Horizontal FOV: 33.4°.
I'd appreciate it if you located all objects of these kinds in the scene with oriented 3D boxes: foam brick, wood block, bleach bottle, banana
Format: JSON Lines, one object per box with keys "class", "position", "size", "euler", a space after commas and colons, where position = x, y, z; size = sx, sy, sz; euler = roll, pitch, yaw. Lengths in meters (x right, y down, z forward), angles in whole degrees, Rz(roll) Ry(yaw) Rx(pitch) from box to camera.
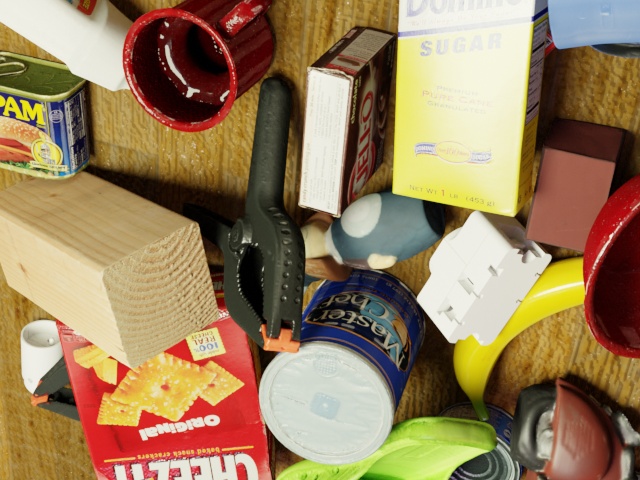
{"class": "foam brick", "position": [0.179, -0.039, 0.754], "size": [0.051, 0.053, 0.078], "euler": [15, 124, 16]}
{"class": "wood block", "position": [-0.185, 0.014, 0.876], "size": [0.206, 0.090, 0.091], "euler": [23, 133, 45]}
{"class": "bleach bottle", "position": [-0.222, -0.195, 0.824], "size": [0.250, 0.102, 0.068], "euler": [36, 113, -9]}
{"class": "banana", "position": [0.161, 0.063, 0.837], "size": [0.069, 0.037, 0.198], "euler": [34, 127, -5]}

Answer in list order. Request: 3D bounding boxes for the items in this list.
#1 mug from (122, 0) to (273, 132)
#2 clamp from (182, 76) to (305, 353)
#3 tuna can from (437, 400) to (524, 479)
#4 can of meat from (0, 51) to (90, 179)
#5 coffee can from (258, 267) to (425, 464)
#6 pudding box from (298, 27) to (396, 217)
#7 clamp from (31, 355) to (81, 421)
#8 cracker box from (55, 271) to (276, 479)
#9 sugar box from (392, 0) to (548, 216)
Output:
{"class": "mug", "position": [-0.079, -0.144, 0.786], "size": [0.093, 0.081, 0.117], "euler": [47, 126, -5]}
{"class": "clamp", "position": [-0.055, 0.001, 0.821], "size": [0.036, 0.210, 0.165], "euler": [10, 143, -31]}
{"class": "tuna can", "position": [0.135, 0.183, 0.924], "size": [0.086, 0.033, 0.086], "euler": [12, 124, 18]}
{"class": "can of meat", "position": [-0.247, -0.105, 0.905], "size": [0.102, 0.057, 0.084], "euler": [14, 127, 16]}
{"class": "coffee can", "position": [0.021, 0.096, 0.845], "size": [0.103, 0.140, 0.103], "euler": [6, 114, 14]}
{"class": "pudding box", "position": [0.019, -0.087, 0.774], "size": [0.039, 0.090, 0.113], "euler": [13, 124, 17]}
{"class": "clamp", "position": [-0.195, 0.128, 1.021], "size": [0.171, 0.039, 0.120], "euler": [-2, 112, 4]}
{"class": "cracker box", "position": [-0.133, 0.139, 0.964], "size": [0.164, 0.072, 0.214], "euler": [-6, 118, 3]}
{"class": "sugar box", "position": [0.098, -0.110, 0.706], "size": [0.093, 0.048, 0.176], "euler": [12, 120, 24]}
